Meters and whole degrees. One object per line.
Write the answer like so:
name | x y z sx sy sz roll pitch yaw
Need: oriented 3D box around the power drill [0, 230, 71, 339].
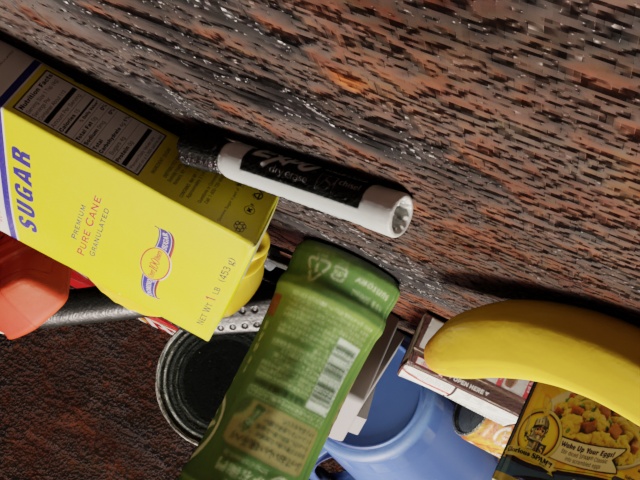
power drill | -0.221 -0.025 0.587 0.187 0.057 0.184 44 -154 -35

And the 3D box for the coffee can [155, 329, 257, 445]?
coffee can | -0.066 0.113 0.851 0.103 0.103 0.140 25 174 8

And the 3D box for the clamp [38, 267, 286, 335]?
clamp | -0.094 0.032 0.797 0.210 0.036 0.164 3 -157 26

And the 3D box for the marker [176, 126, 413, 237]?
marker | -0.016 -0.027 0.461 0.121 0.020 0.020 20 169 32

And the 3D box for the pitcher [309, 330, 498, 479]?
pitcher | 0.060 0.163 0.912 0.145 0.149 0.242 21 166 25

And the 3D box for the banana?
banana | 0.116 0.062 0.475 0.037 0.070 0.198 -13 -155 -37

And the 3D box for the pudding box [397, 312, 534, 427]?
pudding box | 0.100 0.090 0.721 0.090 0.039 0.113 25 172 6

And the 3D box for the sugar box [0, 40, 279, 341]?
sugar box | -0.114 -0.026 0.528 0.176 0.048 0.093 26 139 -3
